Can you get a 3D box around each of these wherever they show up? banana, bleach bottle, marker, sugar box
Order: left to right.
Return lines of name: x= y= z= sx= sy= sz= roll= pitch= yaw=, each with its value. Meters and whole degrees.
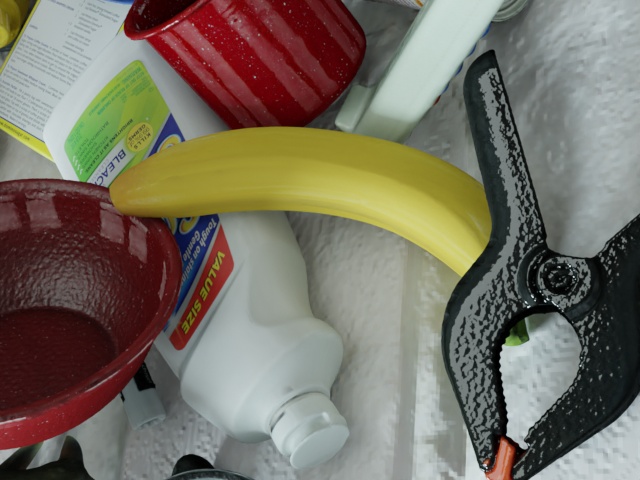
sugar box: x=-0.131 y=-0.132 z=0.651 sx=0.093 sy=0.048 sz=0.176 roll=29 pitch=88 yaw=35
marker: x=-0.111 y=0.041 z=0.557 sx=0.020 sy=0.020 sz=0.121 roll=-33 pitch=72 yaw=22
bleach bottle: x=-0.053 y=0.001 z=0.527 sx=0.103 sy=0.068 sz=0.251 roll=-45 pitch=53 yaw=12
banana: x=0.005 y=-0.018 z=0.467 sx=0.198 sy=0.037 sz=0.069 roll=17 pitch=60 yaw=16

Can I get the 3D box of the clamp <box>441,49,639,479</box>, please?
clamp: x=0.086 y=0.008 z=0.415 sx=0.120 sy=0.039 sz=0.171 roll=25 pitch=86 yaw=24

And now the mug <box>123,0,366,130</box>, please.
mug: x=-0.039 y=-0.101 z=0.517 sx=0.117 sy=0.081 sz=0.093 roll=7 pitch=57 yaw=54

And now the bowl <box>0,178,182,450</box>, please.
bowl: x=-0.139 y=0.040 z=0.475 sx=0.162 sy=0.055 sz=0.162 roll=-2 pitch=39 yaw=2
